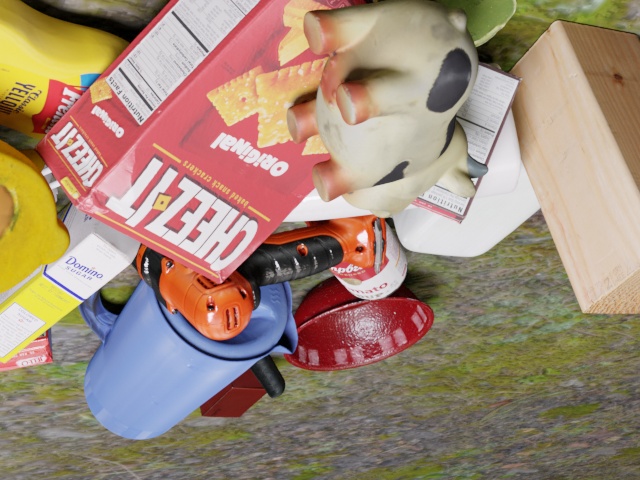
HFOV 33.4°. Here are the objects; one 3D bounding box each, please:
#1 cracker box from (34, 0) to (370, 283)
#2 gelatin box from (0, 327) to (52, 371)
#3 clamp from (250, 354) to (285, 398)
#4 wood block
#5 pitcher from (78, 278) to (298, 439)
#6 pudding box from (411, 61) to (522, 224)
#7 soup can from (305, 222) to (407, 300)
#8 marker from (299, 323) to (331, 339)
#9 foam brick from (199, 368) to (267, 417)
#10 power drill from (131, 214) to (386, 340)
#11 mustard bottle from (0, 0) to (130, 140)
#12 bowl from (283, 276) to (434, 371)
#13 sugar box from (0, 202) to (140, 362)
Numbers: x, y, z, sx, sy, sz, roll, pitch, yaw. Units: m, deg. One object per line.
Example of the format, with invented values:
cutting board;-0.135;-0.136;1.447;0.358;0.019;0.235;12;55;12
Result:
cracker box;-0.050;-0.085;0.697;0.214;0.072;0.164;-45;146;7
gelatin box;-0.272;0.076;0.928;0.073;0.089;0.030;-10;127;-10
clamp;-0.096;0.100;1.095;0.120;0.039;0.171;5;137;4
wood block;0.221;-0.055;0.809;0.090;0.206;0.090;3;147;-30
pitcher;-0.144;0.091;0.997;0.144;0.149;0.243;-12;159;-37
pudding box;0.082;-0.080;0.766;0.090;0.113;0.039;23;178;3
soup can;0.035;0.007;0.975;0.068;0.068;0.102;-21;151;11
marker;-0.007;0.100;1.173;0.020;0.020;0.120;-34;146;31
foam brick;-0.100;0.161;1.203;0.052;0.051;0.078;8;144;-35
power drill;-0.056;0.001;0.863;0.187;0.185;0.057;-20;126;-25
mustard bottle;-0.171;-0.102;0.693;0.191;0.058;0.096;15;141;-43
bowl;0.034;0.078;1.115;0.162;0.055;0.162;-11;151;-7
sugar box;-0.205;0.018;0.849;0.176;0.093;0.048;-32;121;31
